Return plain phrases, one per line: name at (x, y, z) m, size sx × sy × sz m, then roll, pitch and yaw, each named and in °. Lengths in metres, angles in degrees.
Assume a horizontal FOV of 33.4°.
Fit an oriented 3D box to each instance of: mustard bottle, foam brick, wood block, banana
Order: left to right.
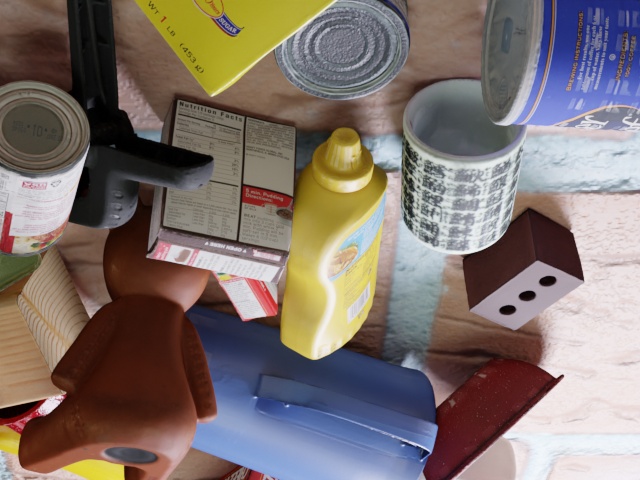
wood block at (-0.297, 0.081, 0.836) m, size 0.206 × 0.090 × 0.091 m, roll -13°, pitch 117°, yaw 13°
banana at (-0.245, 0.218, 1.056) m, size 0.070 × 0.037 × 0.197 m, roll -30°, pitch 132°, yaw 27°
mustard bottle at (0.011, -0.004, 0.761) m, size 0.058 × 0.096 × 0.192 m, roll 28°, pitch 143°, yaw 19°
foam brick at (0.157, 0.024, 0.830) m, size 0.053 × 0.051 × 0.078 m, roll 24°, pitch 133°, yaw -27°

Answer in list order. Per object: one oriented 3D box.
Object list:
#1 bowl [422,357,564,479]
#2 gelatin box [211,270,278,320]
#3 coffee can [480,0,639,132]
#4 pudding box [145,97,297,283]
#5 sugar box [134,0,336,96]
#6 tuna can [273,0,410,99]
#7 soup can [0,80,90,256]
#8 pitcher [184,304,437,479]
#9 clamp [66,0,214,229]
bowl at (0.138, 0.154, 0.944) m, size 0.162 × 0.055 × 0.162 m, roll -40°, pitch 168°, yaw -11°
gelatin box at (-0.055, 0.001, 0.767) m, size 0.030 × 0.089 × 0.073 m, roll -12°, pitch 139°, yaw 13°
coffee can at (0.175, -0.115, 0.628) m, size 0.140 × 0.103 × 0.103 m, roll 3°, pitch 139°, yaw -6°
pudding box at (-0.063, -0.034, 0.708) m, size 0.090 × 0.113 × 0.039 m, roll 12°, pitch 143°, yaw -15°
sugar box at (-0.021, -0.165, 0.582) m, size 0.176 × 0.048 × 0.093 m, roll -32°, pitch 102°, yaw 33°
tuna can at (0.013, -0.128, 0.660) m, size 0.086 × 0.034 × 0.086 m, roll -1°, pitch 140°, yaw -1°
soup can at (-0.182, -0.043, 0.657) m, size 0.068 × 0.068 × 0.102 m, roll 12°, pitch 149°, yaw -16°
pitcher at (-0.029, 0.136, 0.897) m, size 0.242 × 0.145 × 0.149 m, roll 22°, pitch 120°, yaw -21°
clamp at (-0.140, -0.076, 0.676) m, size 0.036 × 0.164 × 0.210 m, roll -19°, pitch 172°, yaw -31°
